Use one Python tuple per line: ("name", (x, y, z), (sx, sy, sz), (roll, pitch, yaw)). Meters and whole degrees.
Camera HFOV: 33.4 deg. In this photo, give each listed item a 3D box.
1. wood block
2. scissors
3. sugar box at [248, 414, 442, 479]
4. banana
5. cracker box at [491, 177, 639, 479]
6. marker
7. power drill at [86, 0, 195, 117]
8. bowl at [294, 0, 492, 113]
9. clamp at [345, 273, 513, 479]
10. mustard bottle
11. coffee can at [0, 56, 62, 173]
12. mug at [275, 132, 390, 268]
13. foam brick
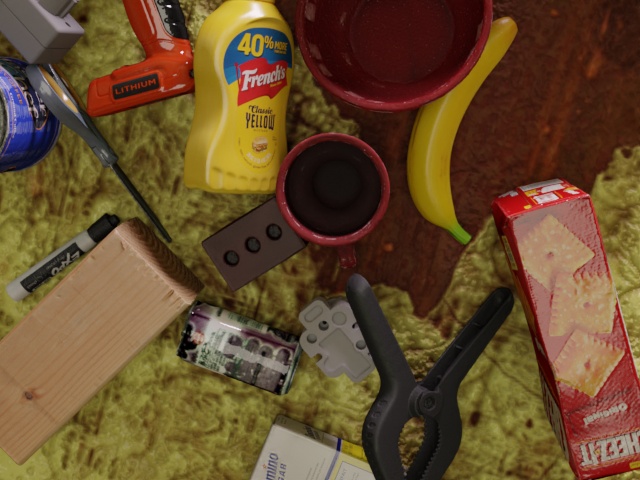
("wood block", (-0.210, 0.085, 0.933), (0.206, 0.090, 0.091), (-43, 94, 8))
("scissors", (-0.192, -0.079, 0.910), (0.016, 0.096, 0.202), (-33, 91, 5))
("sugar box", (0.023, 0.232, 0.960), (0.176, 0.048, 0.093), (23, 97, 3))
("banana", (0.114, -0.098, 0.915), (0.069, 0.037, 0.198), (9, 100, -15))
("cracker box", (0.200, 0.064, 0.865), (0.072, 0.164, 0.214), (-15, 96, 7))
("marker", (-0.230, 0.014, 0.959), (0.121, 0.020, 0.020), (-35, 94, 8))
("power drill", (-0.183, -0.204, 0.906), (0.184, 0.057, 0.187), (-12, 98, 11))
("bowl", (0.063, -0.180, 0.883), (0.162, 0.055, 0.162), (-1, 85, 13))
("clamp", (0.092, 0.129, 0.912), (0.164, 0.036, 0.210), (-1, 97, -26))
("mustard bottle", (-0.064, -0.136, 0.892), (0.058, 0.096, 0.192), (12, 100, 43))
("coffee can", (-0.284, -0.103, 0.885), (0.103, 0.140, 0.103), (0, 98, 3))
("mug", (0.015, -0.034, 0.904), (0.093, 0.081, 0.117), (-13, 97, 5))
("foam brick", (-0.056, 0.001, 0.929), (0.078, 0.051, 0.053), (-32, 94, 8))
